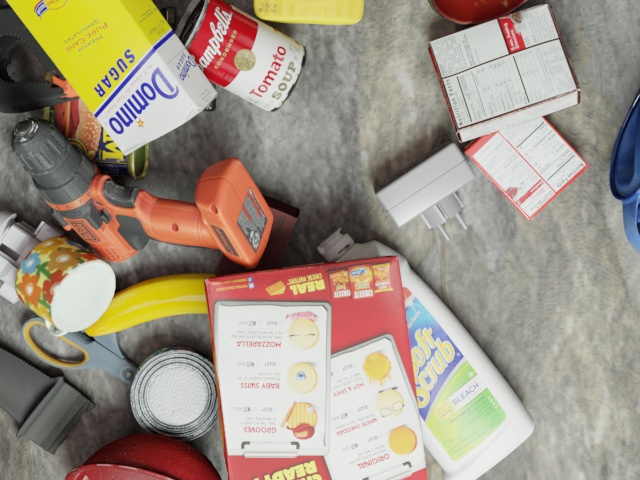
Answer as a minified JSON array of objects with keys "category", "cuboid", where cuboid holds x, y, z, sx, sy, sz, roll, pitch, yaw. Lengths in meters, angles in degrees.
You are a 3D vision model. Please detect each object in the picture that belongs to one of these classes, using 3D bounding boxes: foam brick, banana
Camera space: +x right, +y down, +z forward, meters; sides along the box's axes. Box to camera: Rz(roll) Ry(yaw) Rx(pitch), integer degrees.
[{"category":"foam brick","cuboid":[-0.056,0.001,0.968,0.053,0.051,0.078,22,99,-3]},{"category":"banana","cuboid":[-0.116,0.063,0.980,0.197,0.037,0.069,7,83,-3]}]

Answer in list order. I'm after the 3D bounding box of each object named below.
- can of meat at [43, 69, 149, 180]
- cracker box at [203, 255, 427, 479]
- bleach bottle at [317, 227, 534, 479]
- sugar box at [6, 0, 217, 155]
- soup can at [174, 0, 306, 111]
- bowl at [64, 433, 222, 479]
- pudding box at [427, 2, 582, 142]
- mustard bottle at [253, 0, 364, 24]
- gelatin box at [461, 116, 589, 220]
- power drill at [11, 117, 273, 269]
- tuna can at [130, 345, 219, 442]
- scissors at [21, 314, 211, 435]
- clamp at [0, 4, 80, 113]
[{"category":"can of meat","cuboid":[-0.199,-0.108,0.954,0.084,0.057,0.102,4,98,4]},{"category":"cracker box","cuboid":[-0.005,0.127,0.897,0.164,0.072,0.214,-7,88,-7]},{"category":"bleach bottle","cuboid":[0.081,0.099,0.974,0.102,0.068,0.251,-40,93,5]},{"category":"sugar box","cuboid":[-0.172,-0.162,0.860,0.093,0.048,0.176,-24,108,33]},{"category":"soup can","cuboid":[-0.072,-0.162,0.922,0.102,0.068,0.068,25,99,-23]},{"category":"bowl","cuboid":[-0.149,0.223,0.979,0.162,0.055,0.162,11,143,8]},{"category":"pudding box","cuboid":[0.160,-0.146,0.928,0.113,0.039,0.090,-18,76,10]},{"category":"mustard bottle","cuboid":[-0.007,-0.285,0.920,0.096,0.058,0.192,2,99,0]},{"category":"gelatin box","cuboid":[0.184,-0.074,0.961,0.073,0.030,0.089,-44,95,6]},{"category":"power drill","cuboid":[-0.146,-0.037,0.889,0.188,0.184,0.057,7,63,24]},{"category":"tuna can","cuboid":[-0.133,0.141,0.990,0.086,0.034,0.086,-1,94,-9]},{"category":"scissors","cuboid":[-0.180,0.105,1.006,0.201,0.016,0.096,22,96,-5]},{"category":"clamp","cuboid":[-0.296,-0.161,0.931,0.210,0.036,0.165,33,103,19]}]
